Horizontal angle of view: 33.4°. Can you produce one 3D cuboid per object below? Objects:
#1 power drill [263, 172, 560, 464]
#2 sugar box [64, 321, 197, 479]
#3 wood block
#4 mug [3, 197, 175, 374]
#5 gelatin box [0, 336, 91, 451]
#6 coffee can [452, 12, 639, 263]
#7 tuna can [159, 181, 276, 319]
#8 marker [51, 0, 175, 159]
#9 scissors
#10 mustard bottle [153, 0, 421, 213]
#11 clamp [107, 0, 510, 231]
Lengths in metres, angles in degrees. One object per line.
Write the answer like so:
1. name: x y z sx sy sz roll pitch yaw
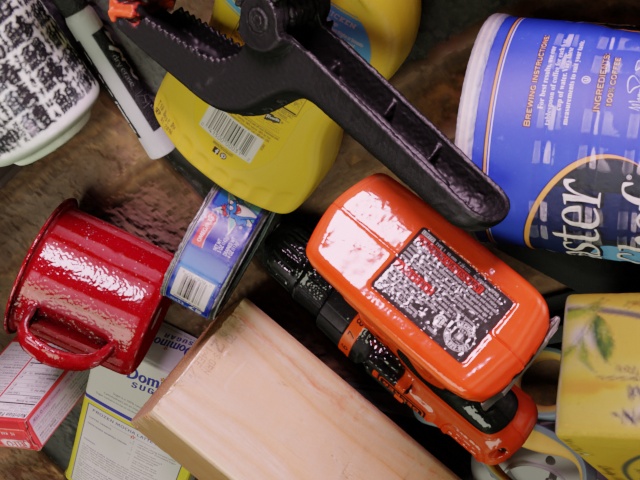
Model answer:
1. power drill: 0.038 0.032 0.531 0.184 0.057 0.187 38 170 13
2. sugar box: -0.124 0.131 0.768 0.093 0.048 0.176 27 130 4
3. wood block: -0.005 0.140 0.654 0.206 0.090 0.091 41 158 -5
4. mug: -0.140 0.038 0.653 0.081 0.117 0.093 25 122 0
5. gelatin box: -0.208 0.108 0.759 0.073 0.089 0.030 -1 126 27
6. coffee can: 0.137 -0.040 0.454 0.140 0.102 0.103 8 130 20
7. tuna can: -0.054 0.001 0.596 0.034 0.086 0.086 29 134 0
8. marker: -0.117 -0.099 0.592 0.020 0.020 0.121 -12 120 34
9. scissors: 0.080 0.086 0.639 0.202 0.016 0.096 26 97 37
10. mustard bottle: -0.007 -0.102 0.506 0.096 0.058 0.192 39 134 3
11. clamp: -0.011 -0.104 0.438 0.210 0.036 0.164 20 122 36
